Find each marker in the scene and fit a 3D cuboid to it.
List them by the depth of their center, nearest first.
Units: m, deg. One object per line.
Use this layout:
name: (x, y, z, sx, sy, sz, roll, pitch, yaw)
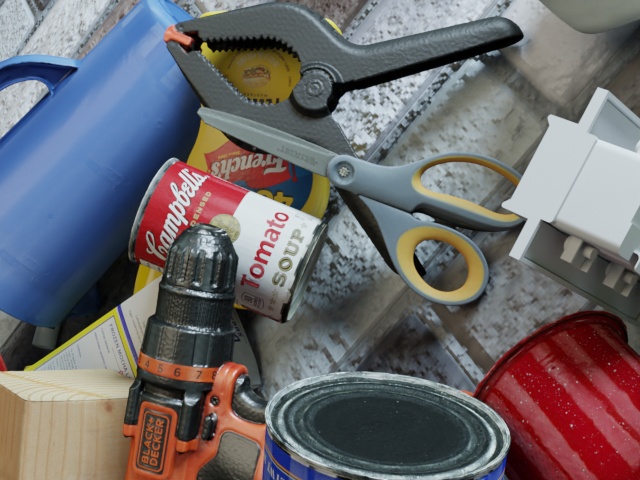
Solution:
marker: (-0.215, 0.030, 0.885, 0.020, 0.020, 0.121, -3, 69, 43)

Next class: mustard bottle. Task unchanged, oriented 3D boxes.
mustard bottle: (-0.041, -0.051, 0.702, 0.096, 0.058, 0.191, 5, 91, 8)

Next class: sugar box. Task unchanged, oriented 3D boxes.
sugar box: (-0.127, 0.094, 0.737, 0.176, 0.048, 0.093, -31, 73, 28)

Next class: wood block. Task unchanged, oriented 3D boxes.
wood block: (-0.161, 0.191, 0.662, 0.091, 0.090, 0.206, 9, 95, 56)

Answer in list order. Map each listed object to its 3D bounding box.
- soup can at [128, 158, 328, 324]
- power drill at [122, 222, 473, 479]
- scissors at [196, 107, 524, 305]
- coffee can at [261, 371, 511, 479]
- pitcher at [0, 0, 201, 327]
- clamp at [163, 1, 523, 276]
soup can: (-0.054, 0.001, 0.639, 0.102, 0.068, 0.068, 22, 87, 6)
power drill: (-0.016, 0.095, 0.569, 0.188, 0.057, 0.184, 12, 98, 23)
scissors: (0.019, -0.019, 0.613, 0.202, 0.016, 0.096, 8, 93, 13)
coffee can: (0.022, 0.141, 0.460, 0.103, 0.102, 0.140, 22, 114, 47)
pitcher: (-0.173, -0.067, 0.789, 0.243, 0.149, 0.145, -45, 70, 10)
clamp: (0.008, -0.095, 0.645, 0.210, 0.036, 0.164, 29, 88, 10)
